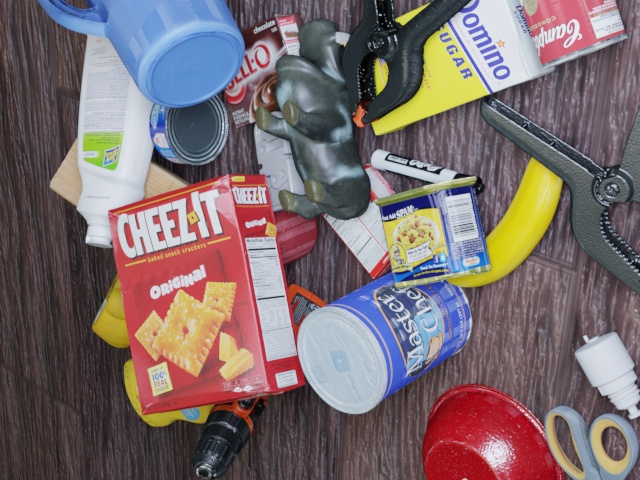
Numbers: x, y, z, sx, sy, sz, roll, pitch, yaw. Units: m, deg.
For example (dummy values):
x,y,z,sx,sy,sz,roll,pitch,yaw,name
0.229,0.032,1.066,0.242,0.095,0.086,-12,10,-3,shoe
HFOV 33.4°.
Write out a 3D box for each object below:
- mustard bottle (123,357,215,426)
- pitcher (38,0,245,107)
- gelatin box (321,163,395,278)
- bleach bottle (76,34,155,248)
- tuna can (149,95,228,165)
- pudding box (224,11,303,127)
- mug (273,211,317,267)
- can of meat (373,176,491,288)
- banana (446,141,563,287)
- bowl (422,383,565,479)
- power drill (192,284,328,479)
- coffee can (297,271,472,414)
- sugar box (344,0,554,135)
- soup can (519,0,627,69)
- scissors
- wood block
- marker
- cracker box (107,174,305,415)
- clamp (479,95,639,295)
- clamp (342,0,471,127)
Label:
x,y,z,sx,sy,sz,roll,pitch,yaw,name
-0.165,0.180,1.324,0.192,0.058,0.096,-13,100,46,mustard bottle
-0.177,-0.243,1.031,0.149,0.144,0.243,-40,59,18,pitcher
0.051,-0.019,1.052,0.089,0.030,0.073,52,136,15,gelatin box
-0.226,-0.117,1.165,0.103,0.068,0.251,1,78,33,bleach bottle
-0.142,-0.125,1.152,0.034,0.085,0.086,7,112,44,tuna can
-0.055,-0.172,1.080,0.114,0.039,0.090,-13,97,46,pudding box
-0.057,0.001,1.127,0.093,0.081,0.117,20,120,37,mug
0.100,-0.006,0.950,0.102,0.057,0.084,-14,87,56,can of meat
0.160,-0.010,0.945,0.069,0.037,0.198,54,135,10,banana
0.154,0.225,1.040,0.162,0.055,0.162,20,121,37,bowl
-0.066,0.149,1.143,0.057,0.184,0.188,32,124,-5,power drill
0.062,0.089,1.007,0.103,0.140,0.103,19,120,37,coffee can
0.107,-0.160,0.925,0.177,0.048,0.093,-17,95,47,sugar box
0.187,-0.191,0.820,0.069,0.068,0.102,-17,95,46,soup can
0.271,0.237,0.962,0.096,0.016,0.202,-32,84,46,scissors
-0.198,-0.042,1.216,0.206,0.090,0.091,32,91,31,wood block
0.100,-0.063,0.994,0.121,0.020,0.020,20,120,37,marker
-0.117,0.055,1.057,0.164,0.072,0.214,-14,84,32,cracker box
0.240,-0.053,0.841,0.165,0.036,0.210,-25,99,35,clamp
0.055,-0.181,0.908,0.120,0.039,0.172,48,130,26,clamp
